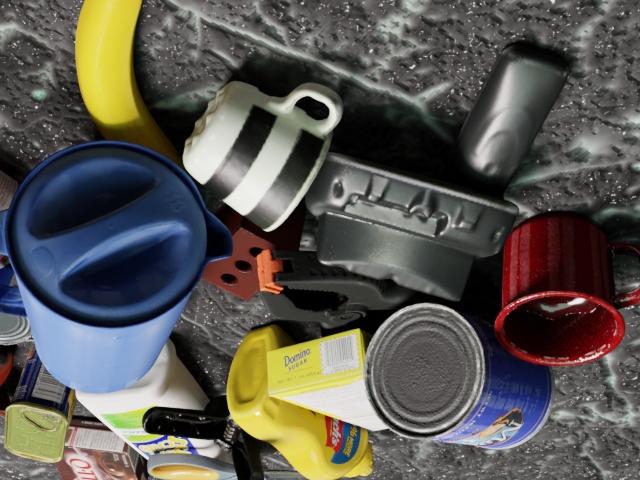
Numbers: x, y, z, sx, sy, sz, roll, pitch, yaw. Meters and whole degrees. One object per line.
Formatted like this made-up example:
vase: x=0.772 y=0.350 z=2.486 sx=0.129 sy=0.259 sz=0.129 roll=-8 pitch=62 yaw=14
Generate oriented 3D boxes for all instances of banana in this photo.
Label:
banana: x=-0.129 y=-0.110 z=0.721 sx=0.069 sy=0.037 sz=0.198 roll=-13 pitch=140 yaw=-1

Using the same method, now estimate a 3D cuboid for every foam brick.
foam brick: x=-0.055 y=0.001 z=0.825 sx=0.053 sy=0.051 sz=0.078 roll=27 pitch=137 yaw=-21

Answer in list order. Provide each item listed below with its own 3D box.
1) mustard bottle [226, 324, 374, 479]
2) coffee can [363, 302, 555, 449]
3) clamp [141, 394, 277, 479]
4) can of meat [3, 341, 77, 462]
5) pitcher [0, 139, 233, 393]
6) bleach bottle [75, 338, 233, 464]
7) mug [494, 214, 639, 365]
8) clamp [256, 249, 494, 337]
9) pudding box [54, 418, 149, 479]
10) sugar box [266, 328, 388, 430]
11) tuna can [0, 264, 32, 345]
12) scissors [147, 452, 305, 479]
mustard bottle: x=-0.007 y=0.166 z=0.980 sx=0.058 sy=0.096 sz=0.191 roll=-19 pitch=133 yaw=28
coffee can: x=0.113 y=0.111 z=0.848 sx=0.103 sy=0.103 sz=0.140 roll=-18 pitch=158 yaw=29
clamp: x=-0.090 y=0.171 z=0.976 sx=0.120 sy=0.171 sz=0.039 roll=33 pitch=100 yaw=5
can of meat: x=-0.261 y=0.149 z=1.018 sx=0.057 sy=0.084 sz=0.102 roll=14 pitch=141 yaw=-7
pitcher: x=-0.172 y=0.035 z=0.795 sx=0.149 sy=0.144 sz=0.243 roll=41 pitch=155 yaw=5
bleach bottle: x=-0.137 y=0.190 z=1.063 sx=0.103 sy=0.068 sz=0.250 roll=-10 pitch=140 yaw=20
mug: x=0.188 y=0.032 z=0.793 sx=0.117 sy=0.081 sz=0.093 roll=-17 pitch=134 yaw=28
clamp: x=0.015 y=0.047 z=0.836 sx=0.165 sy=0.036 sz=0.209 roll=-26 pitch=152 yaw=37
pudding box: x=-0.238 y=0.235 z=1.153 sx=0.090 sy=0.039 sz=0.113 roll=5 pitch=140 yaw=6
sugar box: x=0.040 y=0.124 z=0.923 sx=0.093 sy=0.048 sz=0.176 roll=-16 pitch=156 yaw=27
tuna can: x=-0.293 y=0.055 z=0.949 sx=0.086 sy=0.033 sz=0.086 roll=5 pitch=141 yaw=4
scissors: x=-0.072 y=0.239 z=1.061 sx=0.201 sy=0.016 sz=0.096 roll=8 pitch=145 yaw=-8
